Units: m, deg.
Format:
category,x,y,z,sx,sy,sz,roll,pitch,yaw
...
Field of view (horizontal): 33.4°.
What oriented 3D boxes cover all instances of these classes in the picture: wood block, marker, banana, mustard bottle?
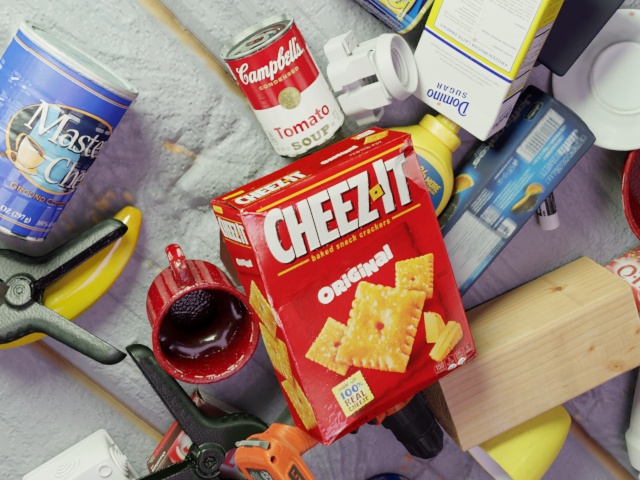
category,x,y,z,sx,sy,sz,roll,pitch,yaw
wood block,0.199,0.107,1.038,0.206,0.091,0.090,-24,114,-8
marker,0.209,-0.067,1.018,0.020,0.020,0.121,-20,113,-10
banana,-0.230,0.043,0.907,0.197,0.037,0.069,-27,115,-7
mustard bottle,0.062,-0.043,0.959,0.096,0.058,0.191,39,94,-20

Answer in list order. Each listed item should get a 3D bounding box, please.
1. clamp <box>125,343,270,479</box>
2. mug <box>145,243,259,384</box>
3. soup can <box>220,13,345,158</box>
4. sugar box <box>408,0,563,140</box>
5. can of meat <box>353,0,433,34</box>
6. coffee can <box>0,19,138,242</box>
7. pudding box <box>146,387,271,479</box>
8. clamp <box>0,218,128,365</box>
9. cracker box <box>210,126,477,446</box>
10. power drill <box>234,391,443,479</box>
category,x,y,z,sx,sy,sz,roll,pitch,yaw
clamp,-0.106,0.183,0.956,0.209,0.036,0.164,11,95,-23
mug,-0.111,0.056,0.925,0.093,0.081,0.117,-24,114,-8
soup can,-0.030,-0.128,0.894,0.068,0.068,0.102,-32,116,-5
sugar box,0.139,-0.180,0.882,0.048,0.093,0.176,-36,156,-42
can of meat,0.062,-0.236,0.891,0.083,0.057,0.102,32,97,-27
coffee can,-0.222,-0.084,0.829,0.102,0.103,0.140,31,98,-25
pudding box,-0.093,0.204,1.007,0.113,0.039,0.090,31,96,-25
clamp,-0.233,0.053,0.867,0.171,0.039,0.120,-12,68,3
cracker box,0.026,0.036,0.883,0.164,0.072,0.213,-26,110,-21
power drill,0.022,0.179,0.981,0.184,0.057,0.187,53,54,-16
